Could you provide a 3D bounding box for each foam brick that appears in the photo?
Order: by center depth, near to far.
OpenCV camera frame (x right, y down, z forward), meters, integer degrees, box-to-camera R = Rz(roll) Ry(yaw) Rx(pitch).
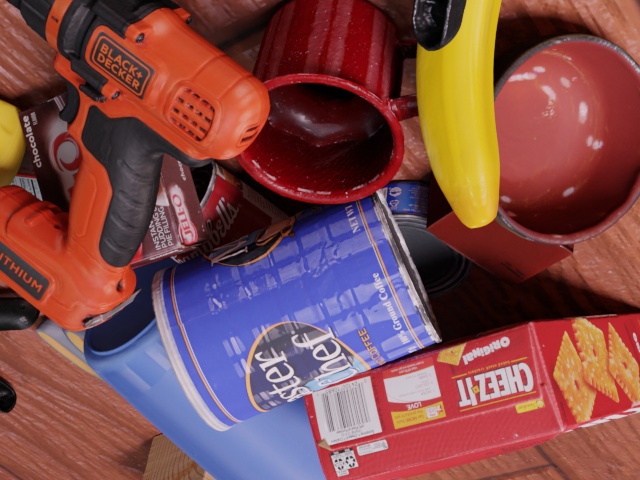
[{"bbox_3d":[0.111,-0.018,0.657,0.078,0.051,0.053,33,135,-25],"label":"foam brick"}]

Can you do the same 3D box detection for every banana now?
[{"bbox_3d":[0.078,-0.108,0.511,0.037,0.070,0.198,1,110,-45],"label":"banana"}]

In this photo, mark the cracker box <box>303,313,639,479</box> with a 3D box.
[{"bbox_3d":[0.118,0.102,0.701,0.164,0.072,0.213,-21,165,32],"label":"cracker box"}]

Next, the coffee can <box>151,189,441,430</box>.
[{"bbox_3d":[-0.013,0.038,0.625,0.140,0.103,0.102,-23,133,7],"label":"coffee can"}]

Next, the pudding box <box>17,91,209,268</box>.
[{"bbox_3d":[-0.125,-0.038,0.642,0.090,0.113,0.039,-18,176,27],"label":"pudding box"}]

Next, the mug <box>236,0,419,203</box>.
[{"bbox_3d":[0.014,-0.082,0.578,0.117,0.081,0.093,-10,136,22],"label":"mug"}]

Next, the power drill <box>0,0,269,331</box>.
[{"bbox_3d":[-0.134,-0.058,0.564,0.184,0.057,0.188,38,125,11],"label":"power drill"}]

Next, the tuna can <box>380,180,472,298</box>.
[{"bbox_3d":[0.057,0.001,0.702,0.086,0.033,0.086,6,139,5],"label":"tuna can"}]

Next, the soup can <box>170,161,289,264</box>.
[{"bbox_3d":[-0.055,0.001,0.699,0.102,0.068,0.069,36,133,-29],"label":"soup can"}]

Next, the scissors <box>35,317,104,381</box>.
[{"bbox_3d":[-0.137,0.120,0.847,0.201,0.016,0.096,35,155,-7],"label":"scissors"}]

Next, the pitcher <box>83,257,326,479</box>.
[{"bbox_3d":[-0.062,0.114,0.799,0.149,0.145,0.242,-30,123,22],"label":"pitcher"}]
